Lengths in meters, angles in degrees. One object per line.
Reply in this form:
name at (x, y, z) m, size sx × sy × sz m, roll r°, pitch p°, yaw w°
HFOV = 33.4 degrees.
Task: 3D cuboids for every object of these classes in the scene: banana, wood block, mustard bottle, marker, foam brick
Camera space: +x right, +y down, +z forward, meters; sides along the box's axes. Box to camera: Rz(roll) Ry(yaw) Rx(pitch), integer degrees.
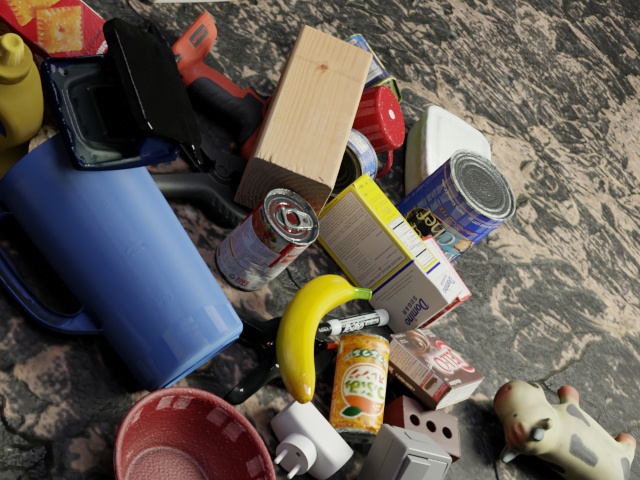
banana at (-0.007, 0.087, 1.080) m, size 0.070 × 0.037 × 0.197 m, roll 20°, pitch 38°, yaw 11°
wood block at (-0.016, -0.127, 1.184) m, size 0.090 × 0.090 × 0.206 m, roll 22°, pitch 54°, yaw -7°
mustard bottle at (-0.288, -0.122, 0.944) m, size 0.058 × 0.192 × 0.096 m, roll -32°, pitch 82°, yaw -35°
marker at (0.030, 0.094, 1.190) m, size 0.120 × 0.020 × 0.020 m, roll -8°, pitch 64°, yaw -45°
foam brick at (0.102, 0.208, 1.136) m, size 0.078 × 0.051 × 0.053 m, roll 24°, pitch 45°, yaw -25°

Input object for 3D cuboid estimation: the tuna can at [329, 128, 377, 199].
tuna can at (0.024, -0.092, 1.284) m, size 0.086 × 0.086 × 0.033 m, roll 50°, pitch 41°, yaw 3°

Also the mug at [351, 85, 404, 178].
mug at (0.056, -0.134, 1.331) m, size 0.093 × 0.082 × 0.117 m, roll -14°, pitch 91°, yaw -65°

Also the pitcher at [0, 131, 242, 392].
pitcher at (-0.189, 0.021, 0.984) m, size 0.243 × 0.149 × 0.144 m, roll 55°, pitch 23°, yaw 4°

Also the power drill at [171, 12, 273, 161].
power drill at (-0.093, -0.184, 1.278) m, size 0.187 × 0.057 × 0.184 m, roll 40°, pitch 40°, yaw -9°

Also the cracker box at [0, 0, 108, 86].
cracker box at (-0.268, -0.200, 1.054) m, size 0.213 × 0.164 × 0.072 m, roll 41°, pitch 79°, yaw -8°

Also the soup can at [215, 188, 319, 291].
soup can at (-0.057, 0.001, 1.122) m, size 0.068 × 0.102 × 0.068 m, roll 23°, pitch 45°, yaw -26°

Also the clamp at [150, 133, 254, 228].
clamp at (-0.121, -0.078, 1.182) m, size 0.209 × 0.036 × 0.164 m, roll 24°, pitch 45°, yaw -28°

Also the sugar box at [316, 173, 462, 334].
sugar box at (0.073, 0.019, 1.232) m, size 0.176 × 0.093 × 0.048 m, roll 50°, pitch 40°, yaw 1°

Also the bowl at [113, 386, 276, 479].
bowl at (-0.119, 0.212, 0.933) m, size 0.162 × 0.055 × 0.162 m, roll 23°, pitch 45°, yaw -26°

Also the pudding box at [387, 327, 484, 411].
pudding box at (0.122, 0.140, 1.177) m, size 0.090 × 0.039 × 0.113 m, roll 39°, pitch 18°, yaw 21°

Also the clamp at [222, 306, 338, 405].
clamp at (-0.048, 0.120, 1.084) m, size 0.171 × 0.039 × 0.120 m, roll 13°, pitch 52°, yaw -34°

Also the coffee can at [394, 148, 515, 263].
coffee can at (0.153, -0.031, 1.306) m, size 0.102 × 0.141 × 0.103 m, roll 23°, pitch 46°, yaw -26°

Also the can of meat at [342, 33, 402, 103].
can of meat at (0.059, -0.217, 1.414) m, size 0.084 × 0.057 × 0.102 m, roll 58°, pitch 3°, yaw 16°

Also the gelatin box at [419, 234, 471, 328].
gelatin box at (0.125, 0.050, 1.268) m, size 0.030 × 0.073 × 0.089 m, roll -22°, pitch 75°, yaw -49°
